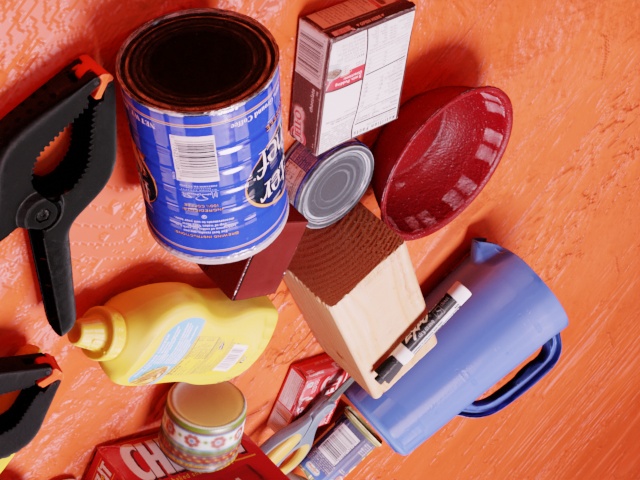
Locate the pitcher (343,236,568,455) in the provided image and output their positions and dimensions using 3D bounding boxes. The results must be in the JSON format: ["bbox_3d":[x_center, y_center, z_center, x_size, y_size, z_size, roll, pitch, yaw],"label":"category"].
[{"bbox_3d":[0.150,0.128,1.182,0.243,0.149,0.145,-41,160,-4],"label":"pitcher"}]

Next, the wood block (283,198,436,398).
[{"bbox_3d":[0.035,0.054,0.996,0.090,0.091,0.206,-42,149,-11],"label":"wood block"}]

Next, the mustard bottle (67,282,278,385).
[{"bbox_3d":[-0.124,0.075,0.854,0.096,0.058,0.191,-47,151,22],"label":"mustard bottle"}]

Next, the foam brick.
[{"bbox_3d":[-0.056,0.001,0.862,0.051,0.053,0.078,-8,132,-47],"label":"foam brick"}]

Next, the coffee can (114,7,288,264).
[{"bbox_3d":[-0.075,-0.067,0.711,0.102,0.103,0.140,-33,146,-24],"label":"coffee can"}]

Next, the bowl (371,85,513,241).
[{"bbox_3d":[0.098,-0.080,0.958,0.161,0.055,0.162,-32,146,-25],"label":"bowl"}]

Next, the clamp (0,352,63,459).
[{"bbox_3d":[-0.262,0.132,0.742,0.171,0.039,0.120,-45,134,-7],"label":"clamp"}]

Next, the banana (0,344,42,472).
[{"bbox_3d":[-0.265,0.162,0.797,0.198,0.037,0.069,-45,149,-4],"label":"banana"}]

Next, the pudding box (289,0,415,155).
[{"bbox_3d":[0.024,-0.131,0.827,0.089,0.039,0.113,-28,146,-31],"label":"pudding box"}]

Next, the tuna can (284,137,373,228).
[{"bbox_3d":[0.003,-0.053,0.892,0.086,0.034,0.086,-32,146,-25],"label":"tuna can"}]

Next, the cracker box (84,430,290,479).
[{"bbox_3d":[-0.087,0.256,0.953,0.163,0.214,0.072,-5,128,-49],"label":"cracker box"}]

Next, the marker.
[{"bbox_3d":[0.094,0.088,1.000,0.121,0.020,0.020,-47,149,-2],"label":"marker"}]

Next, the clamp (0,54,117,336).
[{"bbox_3d":[-0.195,-0.021,0.678,0.164,0.036,0.210,-1,124,-51],"label":"clamp"}]

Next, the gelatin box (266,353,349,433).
[{"bbox_3d":[-0.010,0.162,1.122,0.073,0.030,0.089,-12,134,-45],"label":"gelatin box"}]

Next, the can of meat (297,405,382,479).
[{"bbox_3d":[0.020,0.234,1.195,0.084,0.057,0.102,-44,172,-2],"label":"can of meat"}]

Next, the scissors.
[{"bbox_3d":[0.002,0.184,1.115,0.201,0.016,0.096,-39,152,-10],"label":"scissors"}]
